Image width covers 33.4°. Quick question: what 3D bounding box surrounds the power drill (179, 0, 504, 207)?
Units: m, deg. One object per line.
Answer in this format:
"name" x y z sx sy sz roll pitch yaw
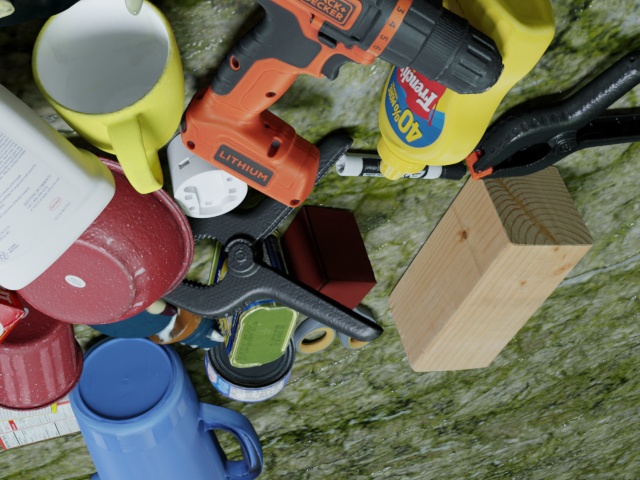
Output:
"power drill" 0.002 -0.107 0.702 0.184 0.057 0.188 30 132 -8

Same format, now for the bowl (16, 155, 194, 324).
"bowl" -0.178 0.013 0.796 0.162 0.055 0.162 4 134 4

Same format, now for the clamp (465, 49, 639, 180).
"clamp" 0.202 -0.098 0.882 0.171 0.039 0.120 -19 146 2

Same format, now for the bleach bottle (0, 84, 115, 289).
"bleach bottle" -0.228 -0.077 0.584 0.102 0.068 0.250 -48 134 -7

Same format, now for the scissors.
"scissors" 0.007 0.063 1.047 0.096 0.016 0.201 -20 147 3

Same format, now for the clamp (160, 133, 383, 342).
"clamp" -0.056 0.001 0.859 0.210 0.164 0.036 -2 179 13

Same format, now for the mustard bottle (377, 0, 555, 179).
"mustard bottle" 0.088 -0.111 0.757 0.058 0.096 0.192 -3 145 -29

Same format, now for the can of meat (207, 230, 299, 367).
"can of meat" -0.059 0.051 0.935 0.057 0.084 0.102 -6 145 -18

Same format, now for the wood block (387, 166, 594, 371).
"wood block" 0.151 0.031 1.000 0.090 0.091 0.206 0 143 -25

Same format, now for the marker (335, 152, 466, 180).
"marker" 0.070 -0.061 0.891 0.120 0.020 0.020 1 142 -26

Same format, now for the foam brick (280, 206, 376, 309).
"foam brick" 0.005 0.018 0.924 0.051 0.078 0.053 3 144 -30

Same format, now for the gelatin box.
"gelatin box" -0.280 0.170 1.056 0.089 0.030 0.073 -12 148 -10

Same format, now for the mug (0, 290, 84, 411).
"mug" -0.258 0.078 0.891 0.117 0.093 0.081 19 140 9

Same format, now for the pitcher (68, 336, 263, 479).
"pitcher" -0.158 0.193 1.059 0.149 0.145 0.243 -42 152 -23

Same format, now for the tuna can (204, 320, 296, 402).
"tuna can" -0.067 0.111 1.018 0.086 0.086 0.034 -8 147 -15
